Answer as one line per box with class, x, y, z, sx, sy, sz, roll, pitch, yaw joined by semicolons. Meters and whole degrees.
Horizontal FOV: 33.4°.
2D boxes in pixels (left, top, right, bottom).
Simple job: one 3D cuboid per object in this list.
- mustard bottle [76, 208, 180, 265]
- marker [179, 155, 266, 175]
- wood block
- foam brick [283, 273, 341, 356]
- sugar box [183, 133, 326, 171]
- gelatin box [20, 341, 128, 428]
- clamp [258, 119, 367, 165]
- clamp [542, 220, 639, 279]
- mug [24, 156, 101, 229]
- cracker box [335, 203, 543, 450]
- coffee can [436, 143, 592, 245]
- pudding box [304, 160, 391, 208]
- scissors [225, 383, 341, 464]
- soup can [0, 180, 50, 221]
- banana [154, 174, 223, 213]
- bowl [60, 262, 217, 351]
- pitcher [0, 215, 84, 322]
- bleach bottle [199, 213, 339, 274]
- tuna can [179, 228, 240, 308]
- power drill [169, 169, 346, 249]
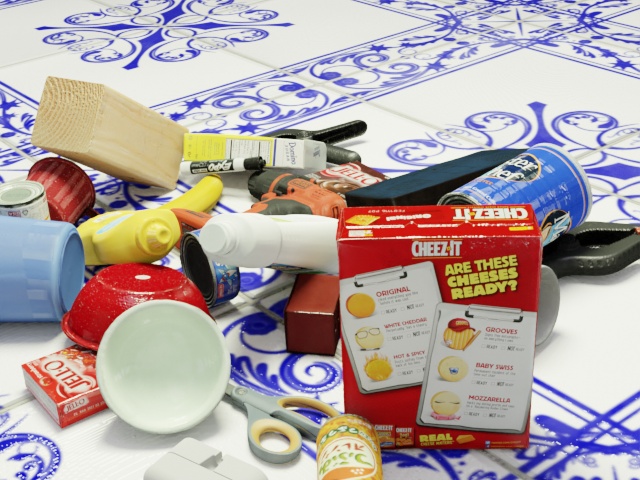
mustard bottle;-0.210;-0.004;1.192;0.096;0.058;0.192;-21;9;-28
marker;-0.127;-0.098;1.401;0.121;0.020;0.020;-3;26;22
wood block;-0.266;-0.134;1.374;0.091;0.090;0.205;11;-5;24
foam brick;-0.005;0.076;1.098;0.051;0.053;0.078;2;29;10
sugar box;-0.088;-0.120;1.447;0.176;0.048;0.093;2;3;18
gelatin box;-0.237;0.136;1.030;0.073;0.030;0.089;-21;32;-30
clamp;-0.013;-0.140;1.523;0.172;0.039;0.120;5;27;15
clamp;0.272;0.019;1.194;0.210;0.036;0.164;-6;29;3
mug;-0.327;-0.039;1.324;0.117;0.093;0.081;30;34;-6
cracker box;0.099;0.076;0.912;0.164;0.214;0.072;-1;28;4
coffee can;0.211;-0.033;1.162;0.140;0.103;0.103;-28;36;-28
pudding box;0.042;-0.062;1.369;0.089;0.039;0.114;-19;32;-28
scissors;-0.077;0.157;0.990;0.202;0.016;0.096;11;31;25
soup can;-0.346;-0.010;1.242;0.068;0.102;0.068;-3;28;1
banana;-0.179;-0.043;1.357;0.070;0.037;0.197;18;34;35
bowl;-0.186;0.063;1.104;0.162;0.055;0.162;5;17;-2
pitcher;-0.386;0.038;1.145;0.243;0.149;0.145;3;3;4
bleach bottle;-0.057;0.001;1.110;0.103;0.068;0.250;3;-1;24
tuna can;-0.121;0.029;1.164;0.033;0.086;0.086;-17;31;-28
power drill;-0.089;-0.036;1.312;0.187;0.057;0.185;-22;26;-30
